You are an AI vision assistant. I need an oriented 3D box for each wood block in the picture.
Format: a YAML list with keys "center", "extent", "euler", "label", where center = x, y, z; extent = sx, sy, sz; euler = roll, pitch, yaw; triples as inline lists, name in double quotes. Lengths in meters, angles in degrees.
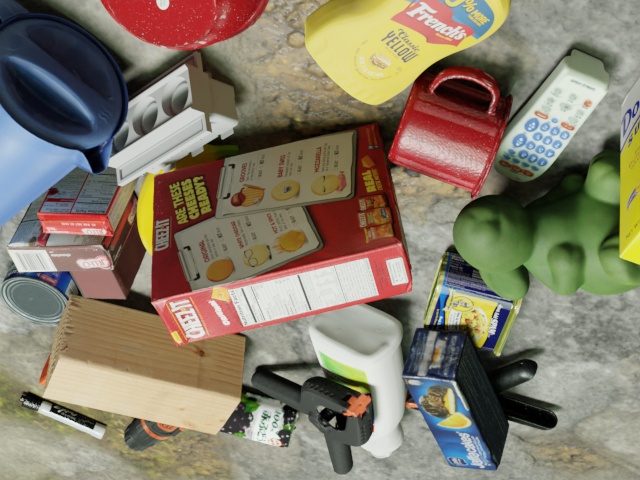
- center: [-0.199, 0.143, 1.213]
  extent: [0.205, 0.091, 0.090]
  euler: [16, 139, -17]
  label: "wood block"

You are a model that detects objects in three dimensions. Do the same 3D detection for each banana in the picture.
- center: [-0.148, -0.039, 1.067]
  extent: [0.069, 0.037, 0.198]
  euler: [26, 137, -12]
  label: "banana"

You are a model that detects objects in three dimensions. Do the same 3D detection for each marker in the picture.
- center: [-0.348, 0.236, 1.438]
  extent: [0.121, 0.020, 0.020]
  euler: [26, 137, -13]
  label: "marker"

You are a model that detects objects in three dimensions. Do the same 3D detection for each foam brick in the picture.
- center: [-0.222, 0.015, 1.117]
  extent: [0.053, 0.078, 0.051]
  euler: [1, 137, 18]
  label: "foam brick"

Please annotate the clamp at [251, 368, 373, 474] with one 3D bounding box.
- center: [0.013, 0.204, 1.206]
  extent: [0.164, 0.036, 0.210]
  euler: [49, 155, -9]
  label: "clamp"

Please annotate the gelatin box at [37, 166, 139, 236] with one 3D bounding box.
- center: [-0.225, -0.044, 1.043]
  extent: [0.073, 0.089, 0.030]
  euler: [2, 137, 13]
  label: "gelatin box"

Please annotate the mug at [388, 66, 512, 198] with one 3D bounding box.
- center: [0.109, -0.099, 0.889]
  extent: [0.081, 0.093, 0.117]
  euler: [20, 144, 1]
  label: "mug"

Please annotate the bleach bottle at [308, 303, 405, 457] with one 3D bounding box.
- center: [0.058, 0.173, 1.210]
  extent: [0.103, 0.068, 0.251]
  euler: [23, 147, 32]
  label: "bleach bottle"

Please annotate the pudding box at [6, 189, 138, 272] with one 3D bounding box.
- center: [-0.250, -0.013, 1.085]
  extent: [0.114, 0.090, 0.039]
  euler: [0, 135, 17]
  label: "pudding box"

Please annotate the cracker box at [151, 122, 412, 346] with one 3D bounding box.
- center: [-0.036, -0.007, 0.937]
  extent: [0.214, 0.164, 0.072]
  euler: [-14, 134, 6]
  label: "cracker box"

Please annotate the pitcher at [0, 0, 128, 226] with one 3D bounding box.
- center: [-0.297, -0.102, 0.986]
  extent: [0.144, 0.149, 0.243]
  euler: [23, 143, -32]
  label: "pitcher"

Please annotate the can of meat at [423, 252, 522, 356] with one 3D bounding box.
- center: [0.153, 0.063, 1.078]
  extent: [0.084, 0.057, 0.102]
  euler: [14, 139, 3]
  label: "can of meat"

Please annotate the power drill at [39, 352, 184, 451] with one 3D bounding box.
- center: [-0.250, 0.188, 1.331]
  extent: [0.187, 0.057, 0.185]
  euler: [31, 132, -22]
  label: "power drill"

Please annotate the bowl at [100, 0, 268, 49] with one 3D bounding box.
- center: [-0.122, -0.209, 0.859]
  extent: [0.162, 0.055, 0.162]
  euler: [8, 139, 7]
  label: "bowl"

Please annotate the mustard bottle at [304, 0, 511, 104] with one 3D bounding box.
- center: [0.087, -0.182, 0.819]
  extent: [0.192, 0.058, 0.096]
  euler: [-29, 132, 30]
  label: "mustard bottle"

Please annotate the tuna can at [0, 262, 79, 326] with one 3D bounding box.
- center: [-0.322, 0.059, 1.226]
  extent: [0.086, 0.033, 0.086]
  euler: [8, 138, 7]
  label: "tuna can"

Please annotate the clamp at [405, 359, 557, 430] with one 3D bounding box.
- center: [0.184, 0.182, 1.214]
  extent: [0.172, 0.039, 0.120]
  euler: [-9, 129, 33]
  label: "clamp"
